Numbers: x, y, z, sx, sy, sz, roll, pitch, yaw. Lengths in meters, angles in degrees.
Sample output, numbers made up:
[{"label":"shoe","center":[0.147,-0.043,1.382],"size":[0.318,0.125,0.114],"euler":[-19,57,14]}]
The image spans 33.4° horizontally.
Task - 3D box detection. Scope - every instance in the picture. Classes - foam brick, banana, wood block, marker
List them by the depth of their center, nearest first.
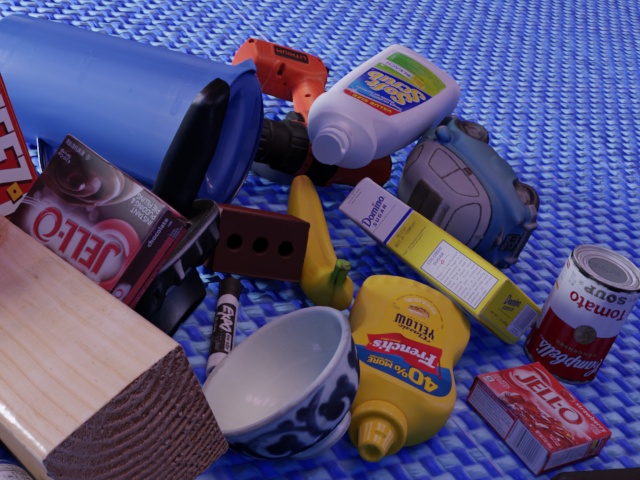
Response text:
[{"label":"wood block","center":[-0.160,0.072,0.615],"size":[0.090,0.091,0.206],"euler":[-40,45,-23]},{"label":"marker","center":[-0.073,0.065,0.818],"size":[0.020,0.020,0.121],"euler":[15,30,-9]},{"label":"foam brick","center":[-0.056,0.001,0.884],"size":[0.078,0.053,0.051],"euler":[8,7,-19]},{"label":"banana","center":[0.000,0.010,0.903],"size":[0.037,0.070,0.198],"euler":[10,21,-18]}]

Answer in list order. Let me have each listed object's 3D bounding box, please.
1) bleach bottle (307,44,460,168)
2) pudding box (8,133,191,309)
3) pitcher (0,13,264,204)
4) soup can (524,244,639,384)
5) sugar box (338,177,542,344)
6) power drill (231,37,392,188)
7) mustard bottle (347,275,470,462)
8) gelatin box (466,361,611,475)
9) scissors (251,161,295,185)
[{"label":"bleach bottle","center":[0.057,-0.121,1.039],"size":[0.102,0.068,0.250],"euler":[36,31,4]},{"label":"pudding box","center":[-0.153,-0.006,0.718],"size":[0.114,0.090,0.039],"euler":[34,-1,34]},{"label":"pitcher","center":[-0.183,-0.109,0.934],"size":[0.243,0.145,0.149],"euler":[18,24,14]},{"label":"soup can","center":[0.226,0.063,0.913],"size":[0.068,0.102,0.068],"euler":[15,30,-9]},{"label":"sugar box","center":[0.103,0.016,0.927],"size":[0.176,0.048,0.093],"euler":[42,3,35]},{"label":"power drill","center":[-0.032,-0.129,1.084],"size":[0.184,0.057,0.188],"euler":[13,36,-33]},{"label":"mustard bottle","center":[0.055,0.100,0.797],"size":[0.096,0.058,0.191],"euler":[26,31,0]},{"label":"gelatin box","center":[0.169,0.136,0.832],"size":[0.073,0.030,0.089],"euler":[-5,39,-37]},{"label":"scissors","center":[-0.095,-0.086,1.057],"size":[0.201,0.016,0.096],"euler":[-1,36,-31]}]
